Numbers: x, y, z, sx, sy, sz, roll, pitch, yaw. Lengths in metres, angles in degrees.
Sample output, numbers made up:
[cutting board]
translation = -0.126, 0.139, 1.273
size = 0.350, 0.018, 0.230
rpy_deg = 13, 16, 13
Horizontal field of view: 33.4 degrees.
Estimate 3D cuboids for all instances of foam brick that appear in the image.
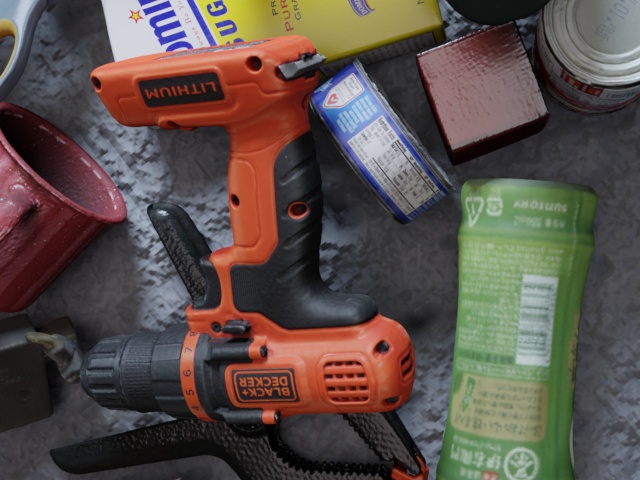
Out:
[foam brick]
translation = 0.083, -0.074, 0.548
size = 0.053, 0.078, 0.051
rpy_deg = -21, 86, 6

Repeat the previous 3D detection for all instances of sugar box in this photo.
[sugar box]
translation = -0.028, -0.130, 0.582
size = 0.176, 0.048, 0.093
rpy_deg = -16, 85, 7

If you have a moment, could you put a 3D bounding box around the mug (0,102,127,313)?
[mug]
translation = -0.167, -0.011, 0.574
size = 0.093, 0.117, 0.081
rpy_deg = 42, 102, -14

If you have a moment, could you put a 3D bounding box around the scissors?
[scissors]
translation = -0.162, -0.146, 0.578
size = 0.096, 0.016, 0.201
rpy_deg = 24, 72, 20

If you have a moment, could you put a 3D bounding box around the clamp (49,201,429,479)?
[clamp]
translation = -0.043, 0.096, 0.589
size = 0.210, 0.036, 0.164
rpy_deg = 30, 96, 12

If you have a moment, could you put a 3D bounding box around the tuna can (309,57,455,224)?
[tuna can]
translation = 0.032, -0.051, 0.552
size = 0.034, 0.086, 0.086
rpy_deg = -36, 85, 9

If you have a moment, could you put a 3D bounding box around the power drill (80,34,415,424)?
[power drill]
translation = -0.053, 0.001, 0.525
size = 0.185, 0.057, 0.187
rpy_deg = -5, 106, 22
